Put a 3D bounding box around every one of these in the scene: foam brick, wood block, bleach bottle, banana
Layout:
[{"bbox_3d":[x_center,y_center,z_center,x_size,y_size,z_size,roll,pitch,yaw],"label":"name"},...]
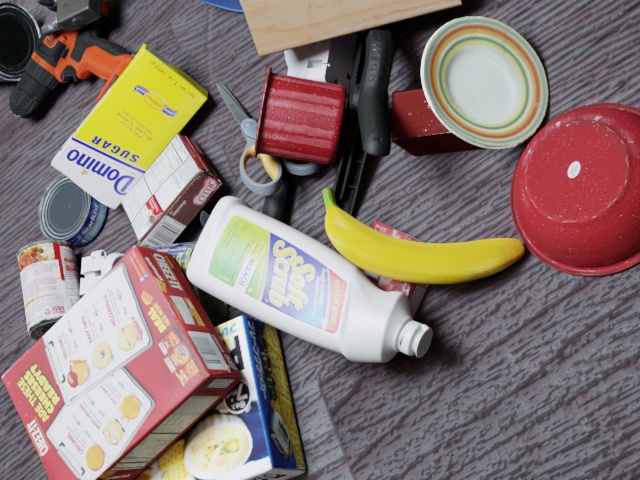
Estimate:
[{"bbox_3d":[0.113,-0.117,1.029,0.078,0.052,0.051,-3,74,32],"label":"foam brick"},{"bbox_3d":[0.025,-0.265,1.051,0.206,0.090,0.091,-13,47,7],"label":"wood block"},{"bbox_3d":[-0.005,0.044,1.016,0.251,0.068,0.102,22,82,29],"label":"bleach bottle"},{"bbox_3d":[0.084,0.005,0.981,0.198,0.037,0.069,17,81,11],"label":"banana"}]

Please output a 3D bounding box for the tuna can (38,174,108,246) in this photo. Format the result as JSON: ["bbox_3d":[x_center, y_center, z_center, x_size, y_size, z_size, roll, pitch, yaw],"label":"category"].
[{"bbox_3d":[-0.297,-0.036,1.286,0.086,0.033,0.086,-10,71,31],"label":"tuna can"}]

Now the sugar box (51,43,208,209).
[{"bbox_3d":[-0.219,-0.128,1.224,0.176,0.093,0.048,-50,16,11],"label":"sugar box"}]

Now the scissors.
[{"bbox_3d":[-0.056,-0.120,1.156,0.096,0.016,0.202,-10,44,-4],"label":"scissors"}]

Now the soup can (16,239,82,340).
[{"bbox_3d":[-0.315,0.059,1.250,0.069,0.068,0.102,-26,65,25],"label":"soup can"}]

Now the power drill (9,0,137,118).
[{"bbox_3d":[-0.293,-0.198,1.313,0.188,0.057,0.184,40,99,34],"label":"power drill"}]

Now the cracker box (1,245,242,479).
[{"bbox_3d":[-0.199,0.136,1.064,0.214,0.072,0.164,-43,63,17],"label":"cracker box"}]

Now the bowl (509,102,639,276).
[{"bbox_3d":[0.232,-0.053,0.933,0.162,0.055,0.162,-10,71,31],"label":"bowl"}]

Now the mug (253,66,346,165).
[{"bbox_3d":[-0.020,-0.123,1.087,0.081,0.117,0.093,10,94,-2],"label":"mug"}]

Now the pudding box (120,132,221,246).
[{"bbox_3d":[-0.168,-0.053,1.192,0.113,0.039,0.090,-47,39,11],"label":"pudding box"}]

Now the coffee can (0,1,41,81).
[{"bbox_3d":[-0.454,-0.259,1.408,0.141,0.102,0.103,3,79,33],"label":"coffee can"}]

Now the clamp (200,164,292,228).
[{"bbox_3d":[-0.057,0.001,1.117,0.120,0.039,0.171,-42,55,22],"label":"clamp"}]

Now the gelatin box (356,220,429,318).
[{"bbox_3d":[0.067,0.035,1.030,0.073,0.030,0.089,27,92,35],"label":"gelatin box"}]

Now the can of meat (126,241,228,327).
[{"bbox_3d":[-0.151,0.052,1.136,0.084,0.057,0.102,-5,105,28],"label":"can of meat"}]

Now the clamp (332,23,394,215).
[{"bbox_3d":[0.048,-0.135,1.044,0.036,0.165,0.210,12,72,-9],"label":"clamp"}]
